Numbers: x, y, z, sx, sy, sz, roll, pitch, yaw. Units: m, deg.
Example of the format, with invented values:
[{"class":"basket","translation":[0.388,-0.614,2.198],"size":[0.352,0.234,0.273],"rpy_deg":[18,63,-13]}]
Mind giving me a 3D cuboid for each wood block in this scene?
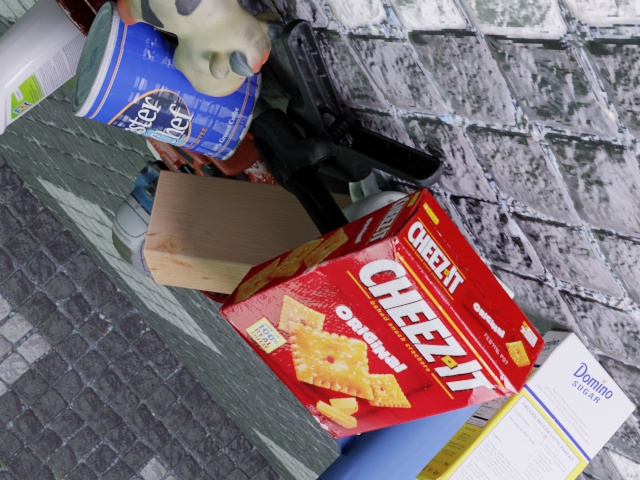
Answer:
[{"class":"wood block","translation":[-0.057,0.002,1.036],"size":[0.206,0.091,0.090],"rpy_deg":[7,158,3]}]

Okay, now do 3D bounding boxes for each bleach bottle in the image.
[{"class":"bleach bottle","translation":[-0.301,-0.182,1.092],"size":[0.068,0.250,0.102],"rpy_deg":[42,164,14]}]

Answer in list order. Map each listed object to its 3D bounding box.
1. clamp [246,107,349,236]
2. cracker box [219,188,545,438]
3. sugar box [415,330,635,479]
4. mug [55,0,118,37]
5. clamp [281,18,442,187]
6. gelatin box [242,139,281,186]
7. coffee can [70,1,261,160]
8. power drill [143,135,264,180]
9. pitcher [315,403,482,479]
[{"class":"clamp","translation":[-0.020,-0.070,0.907],"size":[0.172,0.039,0.120],"rpy_deg":[48,154,39]},{"class":"cracker box","translation":[0.044,0.070,0.866],"size":[0.214,0.072,0.164],"rpy_deg":[-24,112,45]},{"class":"sugar box","translation":[0.172,0.168,0.889],"size":[0.093,0.176,0.048],"rpy_deg":[49,162,-11]},{"class":"mug","translation":[-0.205,-0.245,1.003],"size":[0.117,0.081,0.093],"rpy_deg":[37,162,29]},{"class":"clamp","translation":[0.022,-0.087,0.895],"size":[0.164,0.036,0.210],"rpy_deg":[46,167,4]},{"class":"gelatin box","translation":[-0.064,-0.085,1.138],"size":[0.073,0.030,0.089],"rpy_deg":[53,162,-23]},{"class":"coffee can","translation":[-0.137,-0.139,0.945],"size":[0.140,0.103,0.103],"rpy_deg":[17,177,-24]},{"class":"power drill","translation":[-0.112,-0.083,1.108],"size":[0.184,0.057,0.188],"rpy_deg":[48,161,-2]},{"class":"pitcher","translation":[0.087,0.234,1.152],"size":[0.149,0.242,0.145],"rpy_deg":[42,170,45]}]
